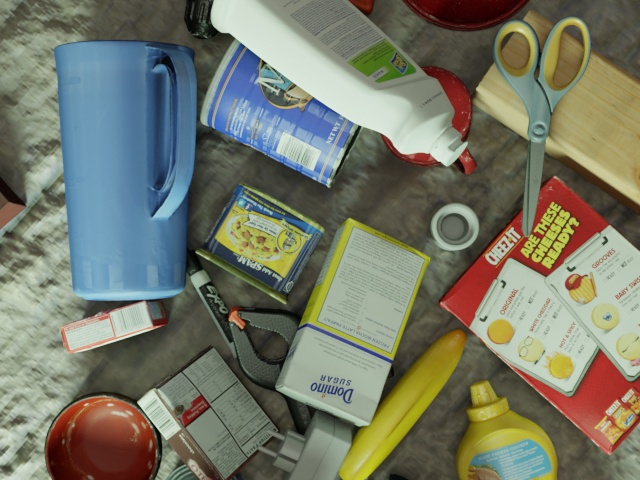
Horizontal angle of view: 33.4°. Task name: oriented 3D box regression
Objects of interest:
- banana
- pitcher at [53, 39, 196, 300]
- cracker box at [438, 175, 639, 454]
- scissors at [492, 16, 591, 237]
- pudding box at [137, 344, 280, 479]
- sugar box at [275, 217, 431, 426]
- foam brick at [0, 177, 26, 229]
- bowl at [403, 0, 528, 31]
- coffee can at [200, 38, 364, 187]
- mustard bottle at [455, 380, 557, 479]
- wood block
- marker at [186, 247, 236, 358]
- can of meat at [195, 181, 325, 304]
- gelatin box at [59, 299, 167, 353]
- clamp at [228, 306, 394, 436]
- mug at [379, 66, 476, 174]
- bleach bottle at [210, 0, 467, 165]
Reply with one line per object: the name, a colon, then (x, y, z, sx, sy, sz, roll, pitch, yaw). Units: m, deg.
banana: (0.074, 0.163, 1.026, 0.037, 0.069, 0.198, 40, 90, 0)
pitcher: (-0.178, -0.067, 1.012, 0.145, 0.149, 0.243, -1, 91, 3)
cracker box: (0.245, 0.070, 1.022, 0.214, 0.072, 0.164, 42, 90, 4)
scissors: (0.181, -0.113, 0.966, 0.096, 0.016, 0.202, 22, 90, 5)
pudding box: (-0.106, 0.170, 1.026, 0.113, 0.089, 0.039, 53, 134, 2)
sugar box: (0.031, 0.078, 1.016, 0.093, 0.048, 0.176, 25, 76, -8)
foam brick: (-0.343, -0.047, 1.061, 0.053, 0.051, 0.078, -42, 87, 1)
bowl: (0.145, -0.291, 1.045, 0.162, 0.055, 0.162, 0, 89, 3)
coffee can: (-0.030, -0.127, 1.024, 0.140, 0.103, 0.103, 27, 89, 3)
mustard bottle: (0.182, 0.228, 1.025, 0.096, 0.058, 0.191, -18, 88, 3)
wood block: (0.254, -0.119, 1.017, 0.206, 0.091, 0.090, 34, 90, 3)
marker: (-0.107, 0.061, 1.063, 0.020, 0.020, 0.121, -30, 87, 1)
can of meat: (-0.057, 0.001, 1.045, 0.102, 0.057, 0.084, 30, 87, 2)
gelatin box: (-0.200, 0.082, 1.040, 0.089, 0.073, 0.030, -17, 87, 3)
clamp: (-0.027, 0.132, 1.042, 0.171, 0.039, 0.120, 31, 86, -5)
mug: (0.109, -0.111, 1.027, 0.093, 0.081, 0.117, -36, 87, 1)
bleach bottle: (0.024, -0.154, 0.955, 0.251, 0.068, 0.102, 43, 55, 13)
